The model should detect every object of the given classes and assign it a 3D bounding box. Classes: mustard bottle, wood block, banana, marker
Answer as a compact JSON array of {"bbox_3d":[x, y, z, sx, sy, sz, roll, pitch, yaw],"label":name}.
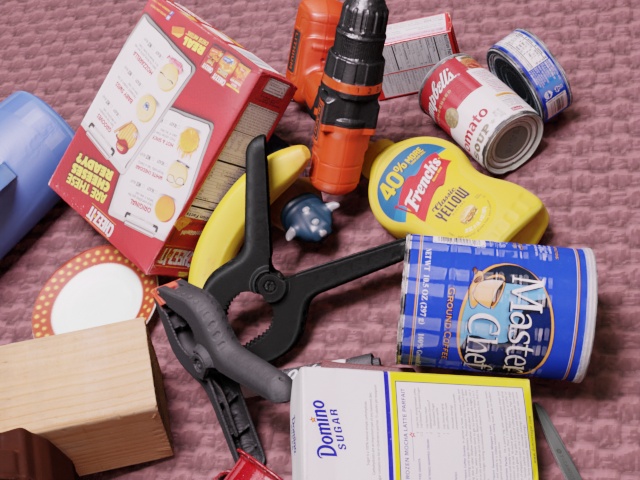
[{"bbox_3d":[0.099,-0.038,0.936,0.096,0.058,0.192,-50,54,-2],"label":"mustard bottle"},{"bbox_3d":[-0.234,0.143,0.881,0.206,0.091,0.090,-11,52,-6],"label":"wood block"},{"bbox_3d":[-0.073,-0.003,0.952,0.070,0.037,0.198,28,98,23],"label":"banana"},{"bbox_3d":[-0.008,0.113,0.895,0.121,0.020,0.020,-12,53,12],"label":"marker"}]

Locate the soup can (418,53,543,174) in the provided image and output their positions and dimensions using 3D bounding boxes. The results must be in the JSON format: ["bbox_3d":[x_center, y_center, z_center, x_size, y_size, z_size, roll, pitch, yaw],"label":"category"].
[{"bbox_3d":[0.145,-0.115,0.967,0.068,0.068,0.102,-35,52,-6],"label":"soup can"}]

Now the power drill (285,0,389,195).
[{"bbox_3d":[0.013,-0.158,0.971,0.057,0.184,0.187,6,28,-12],"label":"power drill"}]

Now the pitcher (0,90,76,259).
[{"bbox_3d":[-0.345,-0.034,1.046,0.149,0.145,0.242,33,69,30],"label":"pitcher"}]

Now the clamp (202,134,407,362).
[{"bbox_3d":[-0.030,0.037,0.909,0.164,0.036,0.210,28,96,2],"label":"clamp"}]

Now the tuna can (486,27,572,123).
[{"bbox_3d":[0.187,-0.147,0.964,0.033,0.086,0.086,-35,52,-4],"label":"tuna can"}]

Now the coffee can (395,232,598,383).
[{"bbox_3d":[0.131,0.051,0.815,0.140,0.103,0.102,5,57,5],"label":"coffee can"}]

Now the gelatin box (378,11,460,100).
[{"bbox_3d":[0.089,-0.177,1.028,0.089,0.073,0.030,-10,53,13],"label":"gelatin box"}]

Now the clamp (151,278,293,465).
[{"bbox_3d":[-0.078,0.093,0.851,0.039,0.120,0.171,-20,67,-41],"label":"clamp"}]

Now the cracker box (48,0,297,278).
[{"bbox_3d":[-0.139,-0.096,0.996,0.164,0.072,0.214,38,104,31],"label":"cracker box"}]

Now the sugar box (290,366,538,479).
[{"bbox_3d":[0.067,0.145,0.773,0.176,0.048,0.093,5,64,-11],"label":"sugar box"}]
